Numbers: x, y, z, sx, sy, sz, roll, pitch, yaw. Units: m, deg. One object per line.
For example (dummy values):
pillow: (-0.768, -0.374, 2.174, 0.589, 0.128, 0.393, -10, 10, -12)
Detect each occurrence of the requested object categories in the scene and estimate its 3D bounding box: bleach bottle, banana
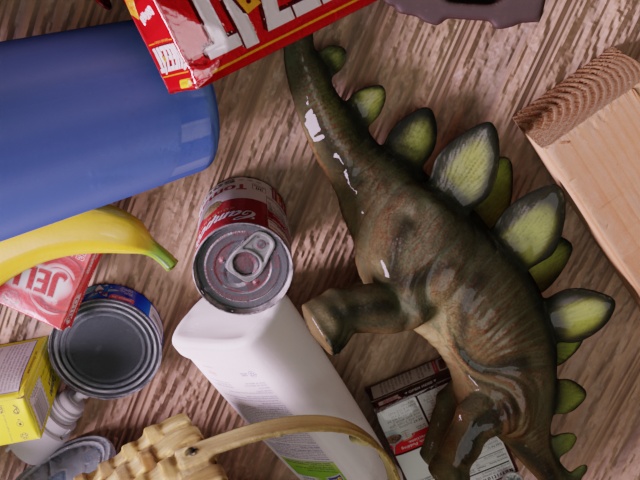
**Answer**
bleach bottle: (-0.008, 0.148, 0.837, 0.068, 0.103, 0.250, -51, 122, -32)
banana: (-0.202, 0.016, 0.739, 0.198, 0.037, 0.069, -17, 91, 6)

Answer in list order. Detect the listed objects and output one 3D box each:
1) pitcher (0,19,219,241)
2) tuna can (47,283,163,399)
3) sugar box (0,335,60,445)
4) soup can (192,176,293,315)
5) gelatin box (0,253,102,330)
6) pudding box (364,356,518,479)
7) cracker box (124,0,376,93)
pitcher: (-0.197, -0.067, 0.690, 0.242, 0.149, 0.145, -18, 141, -21)
tuna can: (-0.164, 0.077, 0.821, 0.086, 0.034, 0.086, -1, 112, -3)
sugar box: (-0.292, 0.124, 0.801, 0.176, 0.093, 0.048, -12, 112, 2)
soup can: (-0.055, 0.001, 0.760, 0.068, 0.102, 0.068, -1, 112, -3)
gelatin box: (-0.209, 0.014, 0.775, 0.089, 0.030, 0.073, 24, 94, 4)
pudding box: (0.099, 0.155, 0.868, 0.090, 0.039, 0.113, -24, 114, 3)
cracker box: (-0.056, -0.216, 0.614, 0.164, 0.072, 0.213, -29, 106, -16)
